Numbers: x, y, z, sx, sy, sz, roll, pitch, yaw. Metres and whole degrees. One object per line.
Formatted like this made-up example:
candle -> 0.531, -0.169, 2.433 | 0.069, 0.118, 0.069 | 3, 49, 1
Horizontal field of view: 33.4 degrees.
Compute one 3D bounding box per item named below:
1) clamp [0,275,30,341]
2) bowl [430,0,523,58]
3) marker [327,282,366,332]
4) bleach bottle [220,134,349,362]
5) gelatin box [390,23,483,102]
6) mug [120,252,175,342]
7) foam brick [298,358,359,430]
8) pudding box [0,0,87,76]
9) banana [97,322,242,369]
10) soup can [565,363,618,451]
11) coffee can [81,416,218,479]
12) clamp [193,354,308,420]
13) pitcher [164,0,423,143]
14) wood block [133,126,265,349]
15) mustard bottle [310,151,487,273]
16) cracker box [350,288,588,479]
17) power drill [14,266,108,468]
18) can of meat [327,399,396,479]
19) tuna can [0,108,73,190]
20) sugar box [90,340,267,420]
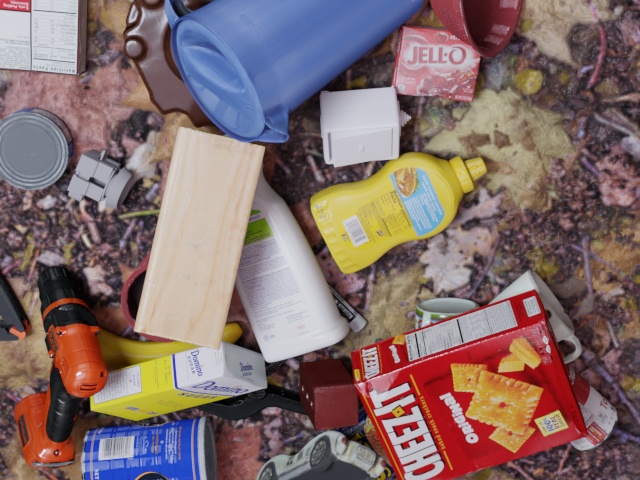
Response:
clamp -> -0.421, 0.044, 1.203 | 0.210, 0.036, 0.165 | 25, 106, -9
bowl -> 0.152, -0.267, 1.072 | 0.055, 0.161, 0.162 | 10, 110, 31
marker -> 0.006, 0.058, 1.220 | 0.020, 0.020, 0.121 | -41, 103, 11
bleach bottle -> -0.058, 0.001, 1.167 | 0.103, 0.068, 0.251 | -18, 96, 17
gelatin box -> 0.124, -0.190, 1.139 | 0.089, 0.030, 0.073 | 7, 107, -3
mug -> -0.158, 0.051, 1.184 | 0.117, 0.081, 0.093 | -22, 106, 6
foam brick -> 0.009, 0.172, 1.198 | 0.051, 0.078, 0.053 | -5, 106, -13
pudding box -> -0.292, -0.232, 1.119 | 0.090, 0.039, 0.113 | 5, 109, -3
banana -> -0.190, 0.121, 1.228 | 0.197, 0.037, 0.070 | 5, 109, -2
soup can -> 0.286, 0.188, 1.237 | 0.102, 0.068, 0.068 | 41, 102, -12
coffee can -> -0.195, 0.262, 1.237 | 0.140, 0.103, 0.103 | -6, 107, 1
clamp -> -0.070, 0.156, 1.241 | 0.171, 0.039, 0.120 | -4, 101, -6
pitcher -> -0.022, -0.219, 1.037 | 0.242, 0.145, 0.149 | -38, 129, -24
wood block -> -0.122, -0.005, 1.088 | 0.090, 0.091, 0.206 | 13, 93, -6
mustard bottle -> 0.092, -0.043, 1.169 | 0.192, 0.058, 0.096 | -25, 107, 7
cracker box -> 0.160, 0.166, 1.151 | 0.214, 0.072, 0.164 | -20, 116, 9
power drill -> -0.295, 0.146, 1.189 | 0.057, 0.184, 0.188 | 2, 128, -28
can of meat -> 0.071, 0.231, 1.255 | 0.084, 0.057, 0.102 | -37, 104, 7
tuna can -> -0.314, -0.100, 1.161 | 0.086, 0.034, 0.086 | 0, 107, -1
sugar box -> -0.157, 0.158, 1.182 | 0.176, 0.093, 0.048 | -15, 68, 23
